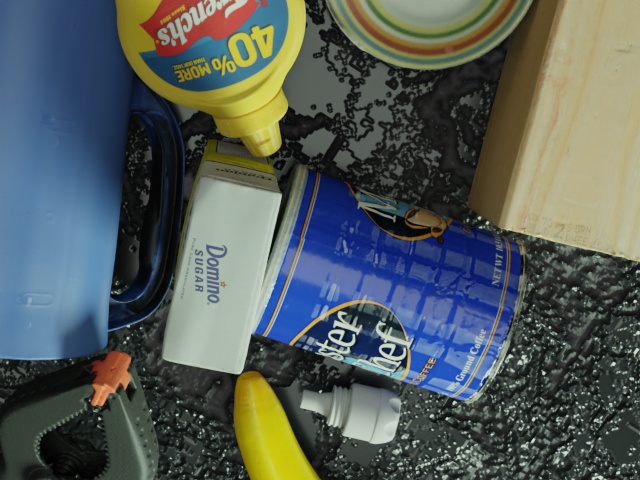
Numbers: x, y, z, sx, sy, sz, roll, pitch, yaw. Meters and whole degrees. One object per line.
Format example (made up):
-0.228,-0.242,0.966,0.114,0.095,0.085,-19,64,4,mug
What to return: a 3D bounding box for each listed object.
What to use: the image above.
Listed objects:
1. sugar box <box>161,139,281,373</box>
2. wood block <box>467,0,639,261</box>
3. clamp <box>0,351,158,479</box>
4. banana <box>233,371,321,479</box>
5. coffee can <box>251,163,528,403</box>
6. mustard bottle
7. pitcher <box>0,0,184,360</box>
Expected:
-0.054,0.000,0.580,0.048,0.176,0.093,12,99,-5,sugar box
0.161,-0.103,0.615,0.090,0.091,0.206,13,98,-5,wood block
-0.161,0.135,0.629,0.164,0.036,0.210,20,129,-3,clamp
0.006,0.164,0.676,0.197,0.037,0.069,41,83,-16,banana
0.035,0.026,0.625,0.140,0.103,0.103,19,98,-5,coffee can
-0.061,-0.125,0.541,0.096,0.058,0.191,-20,123,4,mustard bottle
-0.158,-0.061,0.601,0.145,0.149,0.243,12,95,11,pitcher
